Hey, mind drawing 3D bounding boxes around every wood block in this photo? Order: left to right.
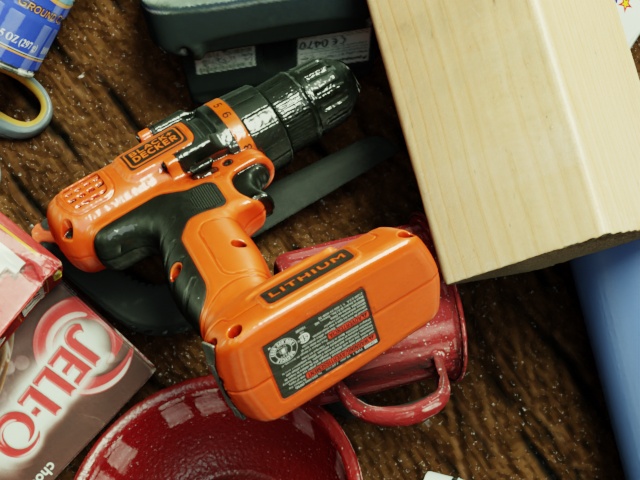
[{"bbox_3d":[0.091,-0.091,0.524,0.090,0.090,0.206,-6,79,-49],"label":"wood block"}]

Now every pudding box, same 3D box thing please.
[{"bbox_3d":[-0.161,0.082,0.590,0.090,0.039,0.113,43,82,0],"label":"pudding box"}]

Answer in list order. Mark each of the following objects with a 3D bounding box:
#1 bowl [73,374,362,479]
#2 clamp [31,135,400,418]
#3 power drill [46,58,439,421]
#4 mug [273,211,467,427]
[{"bbox_3d":[-0.052,0.153,0.565,0.162,0.055,0.162,-6,54,8],"label":"bowl"},{"bbox_3d":[-0.054,0.001,0.610,0.210,0.036,0.164,14,83,-8],"label":"clamp"},{"bbox_3d":[-0.025,-0.011,0.519,0.184,0.188,0.057,-33,131,-12],"label":"power drill"},{"bbox_3d":[0.026,0.047,0.552,0.081,0.093,0.117,-13,49,-8],"label":"mug"}]
